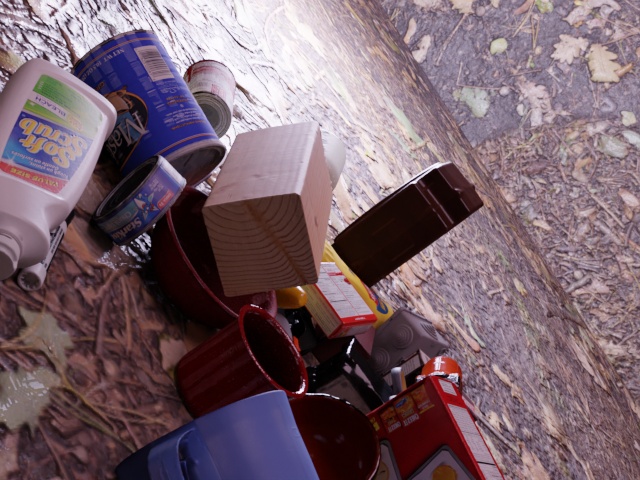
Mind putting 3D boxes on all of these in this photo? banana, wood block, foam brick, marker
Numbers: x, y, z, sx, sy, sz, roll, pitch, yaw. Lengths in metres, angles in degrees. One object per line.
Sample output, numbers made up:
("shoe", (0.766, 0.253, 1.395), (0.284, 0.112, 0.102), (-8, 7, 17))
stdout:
("banana", (-0.070, 0.011, 1.135), (0.037, 0.070, 0.198), (21, 33, -41))
("wood block", (-0.044, -0.037, 1.029), (0.206, 0.090, 0.091), (-80, 159, -66))
("foam brick", (0.027, 0.113, 1.232), (0.051, 0.053, 0.078), (52, 18, -10))
("marker", (-0.218, 0.002, 0.855), (0.020, 0.020, 0.121), (48, 19, -21))

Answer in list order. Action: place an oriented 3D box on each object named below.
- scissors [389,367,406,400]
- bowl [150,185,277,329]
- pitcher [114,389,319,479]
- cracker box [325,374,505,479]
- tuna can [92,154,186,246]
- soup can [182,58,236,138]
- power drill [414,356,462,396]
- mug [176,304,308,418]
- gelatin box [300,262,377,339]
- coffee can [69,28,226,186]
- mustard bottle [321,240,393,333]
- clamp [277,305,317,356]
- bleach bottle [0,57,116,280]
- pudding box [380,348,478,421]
("scissors", (0.091, 0.211, 1.124), (0.202, 0.016, 0.096), (75, 11, -49))
("bowl", (-0.112, 0.027, 1.023), (0.162, 0.055, 0.162), (48, 19, -23))
("pitcher", (-0.040, 0.234, 0.726), (0.148, 0.145, 0.243), (-15, 71, -38))
("cracker box", (0.093, 0.255, 0.965), (0.072, 0.164, 0.214), (23, 36, -56))
("tuna can", (-0.163, -0.037, 0.958), (0.033, 0.086, 0.086), (47, 20, -20))
("soup can", (-0.138, -0.169, 1.290), (0.068, 0.069, 0.102), (47, 20, -25))
("power drill", (0.134, 0.235, 1.144), (0.184, 0.057, 0.188), (-52, 138, -72))
("mug", (-0.067, 0.114, 0.940), (0.093, 0.082, 0.117), (55, 18, 0))
("gelatin box", (0.011, 0.064, 1.171), (0.089, 0.030, 0.073), (52, 25, 22))
("coffee can", (-0.172, -0.122, 1.060), (0.140, 0.103, 0.102), (59, 18, 11))
("mustard bottle", (0.037, 0.072, 1.319), (0.191, 0.058, 0.096), (46, 2, -29))
("clamp", (-0.043, 0.067, 1.162), (0.120, 0.039, 0.171), (39, 19, -12))
("bleach bottle", (-0.228, -0.051, 0.851), (0.102, 0.068, 0.251), (36, 26, -25))
("pudding box", (0.118, 0.193, 1.265), (0.113, 0.090, 0.039), (47, 18, -22))
